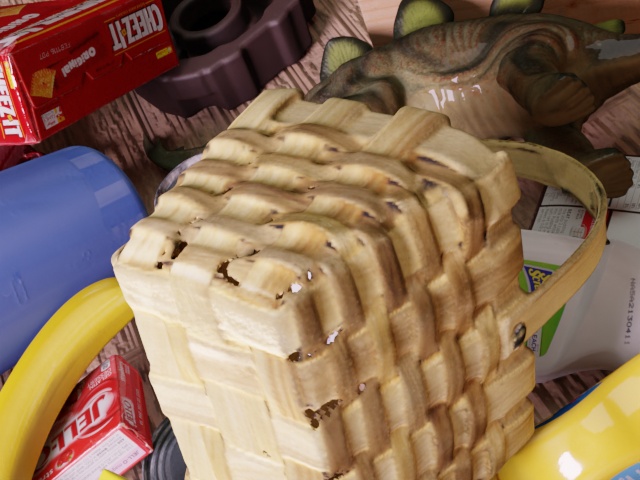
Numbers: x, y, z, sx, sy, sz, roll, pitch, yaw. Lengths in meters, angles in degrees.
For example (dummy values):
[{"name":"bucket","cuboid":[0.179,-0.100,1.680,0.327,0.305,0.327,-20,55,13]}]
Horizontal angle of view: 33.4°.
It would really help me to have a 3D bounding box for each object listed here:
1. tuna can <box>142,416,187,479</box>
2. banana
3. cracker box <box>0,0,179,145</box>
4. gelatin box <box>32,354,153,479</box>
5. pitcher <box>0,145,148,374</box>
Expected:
[{"name":"tuna can","cuboid":[-0.056,0.129,0.611,0.086,0.033,0.086,-12,46,12]},{"name":"banana","cuboid":[-0.158,0.090,0.619,0.070,0.037,0.197,-5,48,48]},{"name":"cracker box","cuboid":[-0.243,-0.131,0.804,0.214,0.072,0.164,1,28,32]},{"name":"gelatin box","cuboid":[-0.143,0.120,0.633,0.089,0.030,0.073,-39,29,8]},{"name":"pitcher","cuboid":[-0.223,0.040,0.671,0.145,0.149,0.242,44,48,17]}]
